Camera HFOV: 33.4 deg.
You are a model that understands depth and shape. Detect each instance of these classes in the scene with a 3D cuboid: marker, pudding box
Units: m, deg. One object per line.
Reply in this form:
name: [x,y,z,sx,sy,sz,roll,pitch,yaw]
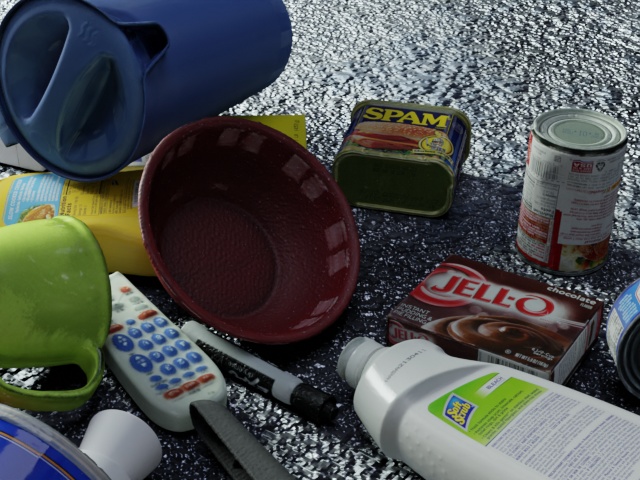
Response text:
marker: [-0.039,0.081,0.658,0.121,0.020,0.020,24,39,31]
pudding box: [0.111,0.056,0.681,0.114,0.039,0.089,20,37,27]

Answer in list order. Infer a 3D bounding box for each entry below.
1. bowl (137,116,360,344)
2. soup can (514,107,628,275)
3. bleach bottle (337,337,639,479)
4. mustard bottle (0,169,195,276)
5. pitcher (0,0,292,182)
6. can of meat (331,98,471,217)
bowl: [-0.055,0.001,0.707,0.161,0.055,0.162,15,58,-26]
soup can: [0.179,-0.035,0.766,0.068,0.102,0.068,0,33,0]
bleach bottle: [0.115,0.112,0.576,0.251,0.068,0.102,26,41,37]
mustard bottle: [-0.184,-0.013,0.764,0.191,0.058,0.096,-1,39,-4]
pitcher: [-0.131,-0.138,0.826,0.149,0.145,0.242,24,29,19]
can of meat: [0.064,-0.066,0.855,0.102,0.057,0.083,8,36,12]
